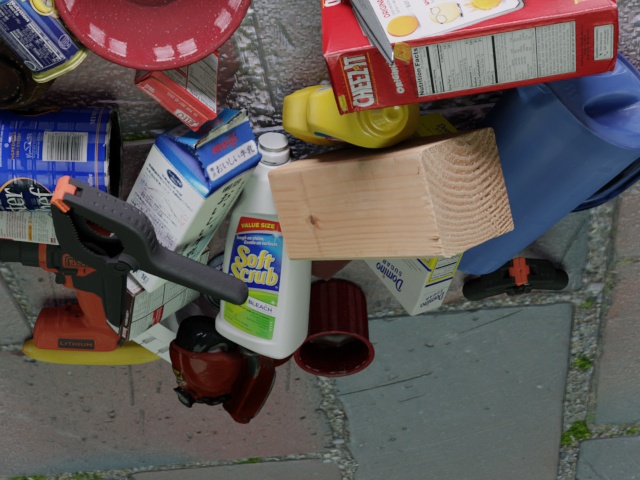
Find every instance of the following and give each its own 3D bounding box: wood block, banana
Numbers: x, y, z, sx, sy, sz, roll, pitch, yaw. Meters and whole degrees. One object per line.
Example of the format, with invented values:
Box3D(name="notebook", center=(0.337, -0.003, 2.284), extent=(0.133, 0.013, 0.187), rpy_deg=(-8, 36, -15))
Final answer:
Box3D(name="wood block", center=(0.056, -0.037, 0.937), extent=(0.090, 0.091, 0.207), rpy_deg=(-21, -168, -37))
Box3D(name="banana", center=(-0.270, 0.133, 1.291), extent=(0.198, 0.037, 0.069), rpy_deg=(0, 169, 1))

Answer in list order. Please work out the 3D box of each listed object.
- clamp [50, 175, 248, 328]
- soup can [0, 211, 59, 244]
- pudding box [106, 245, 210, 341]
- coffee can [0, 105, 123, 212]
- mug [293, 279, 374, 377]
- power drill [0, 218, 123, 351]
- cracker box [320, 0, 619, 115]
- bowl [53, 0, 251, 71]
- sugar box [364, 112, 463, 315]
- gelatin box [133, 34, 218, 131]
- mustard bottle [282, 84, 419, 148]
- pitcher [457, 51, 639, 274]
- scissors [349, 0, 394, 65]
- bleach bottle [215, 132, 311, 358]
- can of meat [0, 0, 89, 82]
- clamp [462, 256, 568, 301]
Box3D(name="clamp", center=(-0.190, 0.017, 1.013), extent=(0.165, 0.036, 0.209), rpy_deg=(-18, 136, 30))
Box3D(name="soup can", center=(-0.309, -0.033, 1.084), extent=(0.102, 0.068, 0.069), rpy_deg=(6, 139, -10))
Box3D(name="pudding box", center=(-0.176, 0.049, 1.161), extent=(0.039, 0.113, 0.090), rpy_deg=(41, 141, 19))
Box3D(name="coffee can", center=(-0.263, -0.077, 1.006), extent=(0.140, 0.103, 0.103), rpy_deg=(1, 140, -3))
Box3D(name="mug", center=(0.011, 0.107, 1.248), extent=(0.093, 0.081, 0.117), rpy_deg=(10, 139, -13))
Box3D(name="power drill", center=(-0.288, 0.050, 1.190), extent=(0.184, 0.057, 0.188), rpy_deg=(4, 140, -6))
Box3D(name="cracker box", center=(0.110, -0.187, 0.836), extent=(0.214, 0.164, 0.072), rpy_deg=(-8, 137, 8))
Box3D(name="bowl", center=(-0.135, -0.220, 0.854), extent=(0.162, 0.055, 0.162), rpy_deg=(-5, 121, -9))
Box3D(name="sugar box", center=(0.099, -0.023, 1.011), extent=(0.048, 0.093, 0.176), rpy_deg=(-17, 142, -30))
Box3D(name="gelatin box", center=(-0.125, -0.149, 0.933), extent=(0.030, 0.089, 0.073), rpy_deg=(-29, 133, 28))
Box3D(name="mustard bottle", center=(0.033, -0.109, 0.921), extent=(0.096, 0.058, 0.192), rpy_deg=(2, -175, -15))
Box3D(name="pitcher", center=(0.205, -0.068, 1.013), extent=(0.149, 0.144, 0.243), rpy_deg=(48, 137, 8))
Box3D(name="scissors", center=(0.027, -0.216, 0.794), extent=(0.016, 0.202, 0.096), rpy_deg=(13, 116, -40))
Box3D(name="bleach bottle", center=(-0.057, 0.001, 1.087), extent=(0.103, 0.068, 0.251), rpy_deg=(23, 132, 24))
Box3D(name="can of meat", center=(-0.231, -0.195, 0.869), extent=(0.058, 0.102, 0.084), rpy_deg=(-19, 135, 21))
Box3D(name="clamp", center=(0.205, 0.043, 1.167), extent=(0.120, 0.039, 0.171), rpy_deg=(-15, 167, 15))
